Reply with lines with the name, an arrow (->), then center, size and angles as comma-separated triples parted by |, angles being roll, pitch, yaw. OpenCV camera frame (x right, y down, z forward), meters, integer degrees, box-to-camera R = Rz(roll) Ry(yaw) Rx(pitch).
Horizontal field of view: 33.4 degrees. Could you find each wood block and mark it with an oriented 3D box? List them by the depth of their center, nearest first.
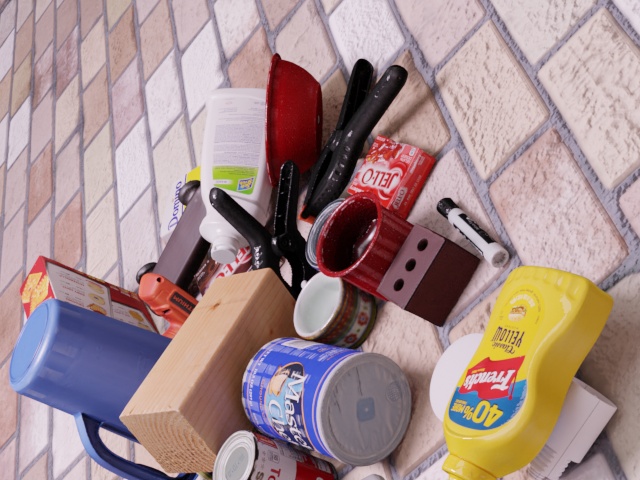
wood block -> -0.104, 0.133, 1.110 | 0.091, 0.090, 0.205 | -12, 33, 39

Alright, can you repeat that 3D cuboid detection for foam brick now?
foam brick -> 0.102, 0.032, 1.008 | 0.078, 0.051, 0.053 | -60, 32, 3

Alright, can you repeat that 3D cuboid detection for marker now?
marker -> 0.142, -0.010, 1.013 | 0.020, 0.020, 0.121 | -55, 32, 12

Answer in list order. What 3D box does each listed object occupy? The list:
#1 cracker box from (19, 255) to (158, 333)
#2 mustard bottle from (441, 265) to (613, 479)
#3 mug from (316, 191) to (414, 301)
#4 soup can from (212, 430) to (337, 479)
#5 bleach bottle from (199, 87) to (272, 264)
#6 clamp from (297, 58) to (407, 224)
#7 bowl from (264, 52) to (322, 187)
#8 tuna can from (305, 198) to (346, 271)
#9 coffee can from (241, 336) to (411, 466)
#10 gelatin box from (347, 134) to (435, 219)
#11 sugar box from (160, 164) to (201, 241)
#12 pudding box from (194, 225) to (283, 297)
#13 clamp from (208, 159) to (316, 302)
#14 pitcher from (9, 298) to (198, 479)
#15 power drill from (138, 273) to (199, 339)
cracker box -> -0.301, 0.118, 1.417 | 0.072, 0.164, 0.214 | -57, 32, 11
mustard bottle -> 0.142, 0.114, 0.803 | 0.096, 0.058, 0.191 | 9, 68, 60
mug -> 0.052, 0.004, 1.070 | 0.093, 0.081, 0.117 | -52, 33, 14
soup can -> -0.043, 0.228, 1.021 | 0.069, 0.102, 0.068 | -35, 41, 36
bleach bottle -> -0.108, -0.079, 1.307 | 0.102, 0.068, 0.250 | 0, 51, 9
clamp -> 0.029, -0.117, 1.229 | 0.210, 0.036, 0.164 | -63, 15, 13
bowl -> -0.028, -0.143, 1.279 | 0.162, 0.055, 0.162 | 2, -90, -85
tuna can -> 0.022, -0.002, 1.165 | 0.086, 0.033, 0.086 | -35, 41, 37
coffee can -> 0.003, 0.149, 1.012 | 0.141, 0.102, 0.103 | 3, 69, 56
gelatin box -> 0.075, -0.069, 1.143 | 0.073, 0.030, 0.089 | -62, 31, 1
sugar box -> -0.151, -0.061, 1.448 | 0.177, 0.048, 0.093 | -24, 48, 44
pudding box -> -0.101, 0.035, 1.309 | 0.114, 0.039, 0.090 | -52, 34, 17
clamp -> -0.058, 0.001, 1.177 | 0.039, 0.120, 0.171 | -17, 87, 59
pitcher -> -0.216, 0.165, 1.183 | 0.145, 0.242, 0.149 | -58, 28, 12
power drill -> -0.224, 0.137, 1.292 | 0.057, 0.184, 0.187 | -1, 56, 55
